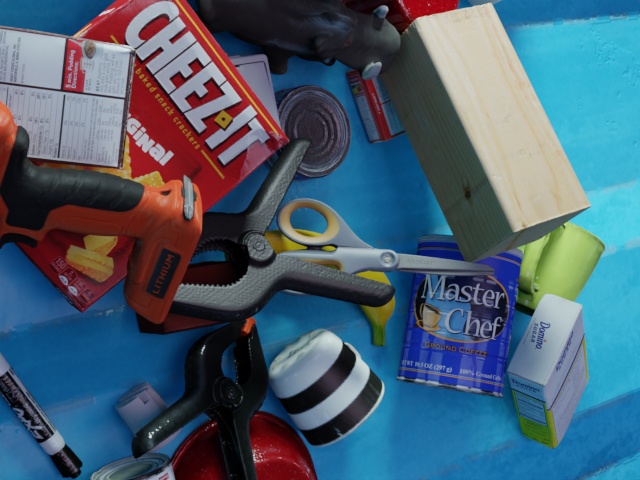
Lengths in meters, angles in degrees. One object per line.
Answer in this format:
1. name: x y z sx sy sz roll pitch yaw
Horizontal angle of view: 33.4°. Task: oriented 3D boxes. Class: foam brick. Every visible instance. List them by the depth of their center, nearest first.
1. foam brick: -0.111 0.047 0.891 0.078 0.053 0.051 -8 94 -33

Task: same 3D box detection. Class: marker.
1. marker: -0.224 0.139 0.834 0.020 0.020 0.121 -41 111 -27

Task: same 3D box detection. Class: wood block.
1. wood block: 0.142 -0.096 0.960 0.090 0.091 0.206 -17 77 -27

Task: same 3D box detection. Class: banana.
1. banana: 0.004 0.030 0.976 0.197 0.037 0.069 31 73 -29

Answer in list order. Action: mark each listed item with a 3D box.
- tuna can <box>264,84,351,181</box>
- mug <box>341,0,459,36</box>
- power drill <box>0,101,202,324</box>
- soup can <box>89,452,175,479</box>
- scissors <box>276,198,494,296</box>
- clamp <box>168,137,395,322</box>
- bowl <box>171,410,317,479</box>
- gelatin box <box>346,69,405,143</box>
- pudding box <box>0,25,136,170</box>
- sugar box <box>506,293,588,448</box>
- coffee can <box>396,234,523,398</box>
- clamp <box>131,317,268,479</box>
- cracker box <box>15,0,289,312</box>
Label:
1. tuna can: -0.015 -0.097 0.968 0.085 0.034 0.086 1 89 -33
2. mug: 0.071 -0.240 0.999 0.093 0.082 0.117 -39 109 -28
3. power drill: -0.188 0.000 0.737 0.187 0.057 0.185 15 125 -21
4. soup can: -0.142 0.231 0.857 0.068 0.069 0.102 -16 97 -33
5. scissors: 0.047 0.001 0.935 0.201 0.016 0.096 -9 75 -10
6. clamp: -0.056 0.001 0.874 0.209 0.036 0.164 -14 71 -28
7. bowl: -0.056 0.229 0.922 0.161 0.055 0.162 1 89 -34
8. gelatin box: 0.076 -0.142 1.032 0.089 0.030 0.073 -26 102 -31
9. pudding box: -0.190 -0.099 0.743 0.113 0.039 0.090 6 97 -13
10. sugar box: 0.229 0.133 1.067 0.093 0.048 0.176 -59 150 -21
11. coffee can: 0.133 0.073 1.022 0.102 0.103 0.140 14 81 -32
12. clamp: -0.092 0.131 0.875 0.120 0.039 0.171 34 43 -34
13. cracker box: -0.156 -0.074 0.817 0.213 0.072 0.164 -40 111 -7
